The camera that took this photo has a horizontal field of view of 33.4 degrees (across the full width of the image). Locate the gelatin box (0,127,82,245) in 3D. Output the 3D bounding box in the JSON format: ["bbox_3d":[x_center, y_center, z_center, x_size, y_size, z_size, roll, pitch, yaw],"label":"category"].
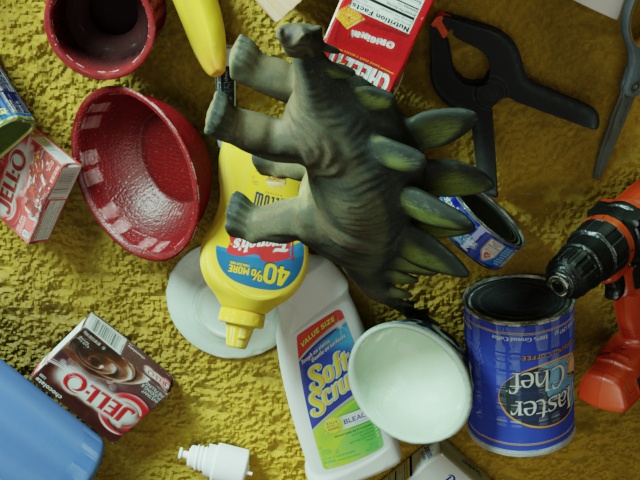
[{"bbox_3d":[-0.269,-0.053,0.985,0.073,0.030,0.089,39,113,21],"label":"gelatin box"}]

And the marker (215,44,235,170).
[{"bbox_3d":[-0.085,-0.116,0.967,0.020,0.020,0.121,2,113,3],"label":"marker"}]

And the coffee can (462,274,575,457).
[{"bbox_3d":[0.187,0.116,1.000,0.103,0.102,0.140,-3,113,5],"label":"coffee can"}]

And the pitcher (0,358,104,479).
[{"bbox_3d":[-0.342,0.177,1.052,0.242,0.149,0.145,39,103,-15],"label":"pitcher"}]

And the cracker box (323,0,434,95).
[{"bbox_3d":[0.069,-0.224,0.831,0.072,0.164,0.214,23,113,-4],"label":"cracker box"}]

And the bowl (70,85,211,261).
[{"bbox_3d":[-0.149,-0.066,0.952,0.162,0.055,0.162,20,123,33],"label":"bowl"}]

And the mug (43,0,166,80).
[{"bbox_3d":[-0.175,-0.202,0.903,0.093,0.081,0.117,15,114,-2],"label":"mug"}]

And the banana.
[{"bbox_3d":[-0.125,-0.233,0.894,0.037,0.069,0.197,-13,121,27],"label":"banana"}]

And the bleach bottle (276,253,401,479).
[{"bbox_3d":[-0.001,0.115,1.034,0.102,0.068,0.251,-19,109,-1],"label":"bleach bottle"}]

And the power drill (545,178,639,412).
[{"bbox_3d":[0.261,0.056,0.944,0.057,0.184,0.187,19,129,40],"label":"power drill"}]

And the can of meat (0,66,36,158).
[{"bbox_3d":[-0.315,-0.112,0.950,0.102,0.057,0.084,-36,82,17],"label":"can of meat"}]

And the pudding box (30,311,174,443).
[{"bbox_3d":[-0.219,0.139,1.075,0.113,0.039,0.090,43,111,-13],"label":"pudding box"}]

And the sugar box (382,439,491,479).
[{"bbox_3d":[0.093,0.289,1.114,0.093,0.048,0.176,43,106,-13],"label":"sugar box"}]

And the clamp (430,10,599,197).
[{"bbox_3d":[0.146,-0.122,0.937,0.171,0.039,0.120,43,105,-7],"label":"clamp"}]

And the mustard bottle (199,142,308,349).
[{"bbox_3d":[-0.056,0.001,0.949,0.096,0.058,0.191,13,85,-17],"label":"mustard bottle"}]

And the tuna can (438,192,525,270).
[{"bbox_3d":[0.141,-0.014,0.958,0.086,0.086,0.034,37,112,-11],"label":"tuna can"}]
